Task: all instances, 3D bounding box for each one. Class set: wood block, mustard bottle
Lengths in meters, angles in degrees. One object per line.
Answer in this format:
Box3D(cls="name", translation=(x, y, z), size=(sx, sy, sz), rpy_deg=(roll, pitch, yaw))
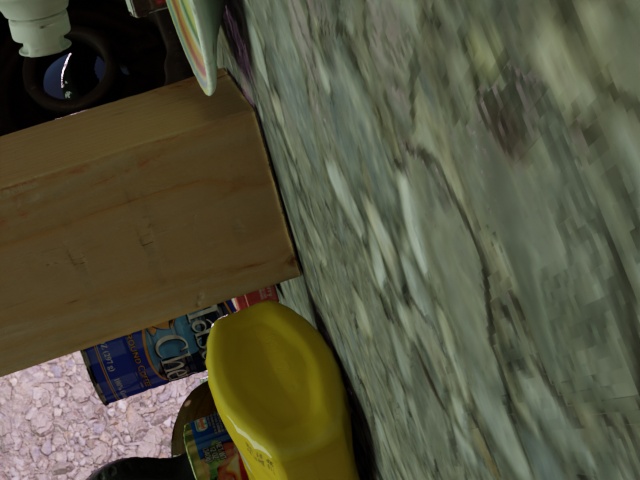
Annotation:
Box3D(cls="wood block", translation=(-0.126, -0.003, 0.517), size=(0.091, 0.206, 0.090), rpy_deg=(-124, 17, -65))
Box3D(cls="mustard bottle", translation=(-0.007, 0.126, 0.538), size=(0.096, 0.058, 0.191), rpy_deg=(-124, 17, -46))

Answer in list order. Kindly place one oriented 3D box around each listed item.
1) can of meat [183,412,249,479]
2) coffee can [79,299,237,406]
Box3D(cls="can of meat", translation=(-0.028, 0.142, 0.636), size=(0.057, 0.084, 0.102), rpy_deg=(-128, 21, -70))
Box3D(cls="coffee can", translation=(-0.111, 0.053, 0.806), size=(0.103, 0.140, 0.103), rpy_deg=(162, 90, -83))
